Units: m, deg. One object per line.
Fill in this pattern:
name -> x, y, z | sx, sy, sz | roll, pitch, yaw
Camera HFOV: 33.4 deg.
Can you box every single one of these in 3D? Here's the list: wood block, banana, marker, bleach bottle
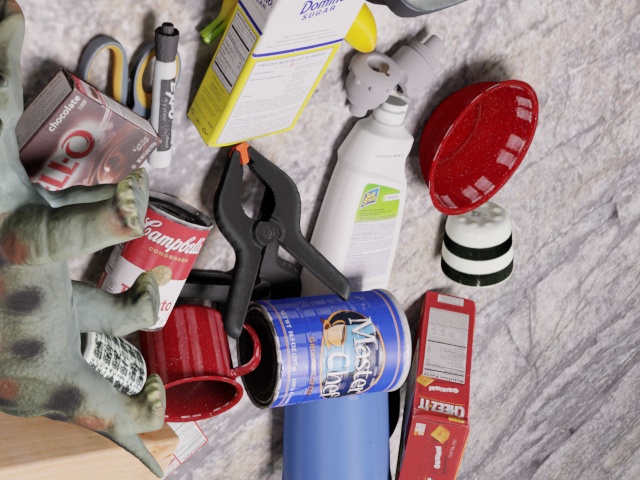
wood block -> -0.242, 0.196, 0.948 | 0.205, 0.090, 0.091 | 0, 122, -48
banana -> -0.012, -0.193, 0.893 | 0.197, 0.037, 0.070 | -5, 148, -43
marker -> -0.122, -0.112, 0.828 | 0.020, 0.020, 0.121 | -20, 135, -36
bleach bottle -> 0.046, -0.028, 1.081 | 0.102, 0.068, 0.251 | -10, 127, -40

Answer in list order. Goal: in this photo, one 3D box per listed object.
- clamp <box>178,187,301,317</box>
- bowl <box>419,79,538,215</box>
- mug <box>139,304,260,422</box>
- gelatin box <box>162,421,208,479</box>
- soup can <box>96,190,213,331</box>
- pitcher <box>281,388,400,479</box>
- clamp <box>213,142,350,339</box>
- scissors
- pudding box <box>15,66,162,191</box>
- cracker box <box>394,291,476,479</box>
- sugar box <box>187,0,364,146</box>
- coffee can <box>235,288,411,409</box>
clamp -> -0.078, 0.043, 1.032 | 0.164, 0.036, 0.210 | -33, 141, -14
bowl -> 0.157, -0.108, 1.133 | 0.161, 0.055, 0.162 | -28, 140, -28
mug -> -0.112, 0.108, 0.984 | 0.117, 0.081, 0.093 | -19, 148, 8
gelatin box -> -0.163, 0.202, 1.093 | 0.073, 0.030, 0.089 | -41, 144, -15
soup can -> -0.143, 0.017, 0.904 | 0.068, 0.069, 0.102 | 12, 108, -52
pitcher -> 0.025, 0.194, 1.213 | 0.145, 0.149, 0.243 | -1, 129, 0
clamp -> -0.056, 0.001, 0.946 | 0.120, 0.039, 0.171 | -28, 98, -19
scissors -> -0.149, -0.080, 0.860 | 0.096, 0.016, 0.202 | -29, 140, -27
pudding box -> -0.189, -0.061, 0.795 | 0.113, 0.039, 0.089 | -48, 139, 10
cracker box -> 0.138, 0.193, 1.274 | 0.213, 0.072, 0.164 | -76, 175, -52
sugar box -> -0.035, -0.150, 0.846 | 0.093, 0.048, 0.176 | -18, 153, -37
coffee can -> 0.002, 0.103, 1.029 | 0.140, 0.103, 0.103 | -4, 126, -26
